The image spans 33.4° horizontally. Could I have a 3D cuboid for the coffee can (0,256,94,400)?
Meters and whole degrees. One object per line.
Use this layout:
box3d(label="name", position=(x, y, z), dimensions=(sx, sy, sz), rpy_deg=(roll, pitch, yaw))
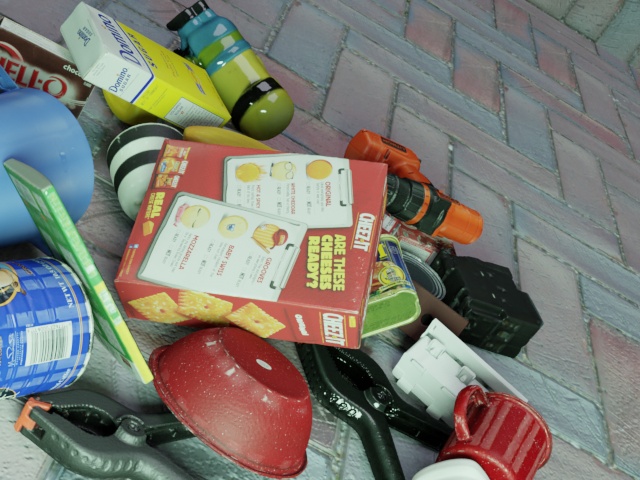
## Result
box3d(label="coffee can", position=(-0.249, 0.068, 0.763), dimensions=(0.140, 0.103, 0.103), rpy_deg=(-7, 48, -51))

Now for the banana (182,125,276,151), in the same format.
box3d(label="banana", position=(-0.044, -0.060, 1.057), dimensions=(0.198, 0.037, 0.069), rpy_deg=(38, 28, 8))

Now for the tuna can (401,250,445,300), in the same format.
box3d(label="tuna can", position=(0.100, 0.051, 1.236), dimensions=(0.086, 0.034, 0.086), rpy_deg=(25, 29, -15))

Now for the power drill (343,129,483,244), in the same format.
box3d(label="power drill", position=(0.098, -0.072, 1.341), dimensions=(0.184, 0.057, 0.188), rpy_deg=(24, 19, -32))

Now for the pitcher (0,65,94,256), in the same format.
box3d(label="pitcher", position=(-0.312, -0.051, 0.853), dimensions=(0.149, 0.145, 0.242), rpy_deg=(34, 29, 19))

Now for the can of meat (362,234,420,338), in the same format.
box3d(label="can of meat", position=(0.046, 0.051, 1.114), dimensions=(0.057, 0.102, 0.084), rpy_deg=(71, 1, -45))

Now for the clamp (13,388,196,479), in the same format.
box3d(label="clamp", position=(-0.145, 0.150, 0.817), dimensions=(0.171, 0.039, 0.120), rpy_deg=(28, 17, -17))

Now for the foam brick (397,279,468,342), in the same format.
box3d(label="foam brick", position=(0.115, 0.086, 1.159), dimensions=(0.078, 0.053, 0.051), rpy_deg=(36, 1, 6))

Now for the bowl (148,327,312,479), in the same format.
box3d(label="bowl", position=(-0.062, 0.122, 0.888), dimensions=(0.162, 0.055, 0.162), rpy_deg=(35, 14, -10))

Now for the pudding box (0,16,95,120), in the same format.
box3d(label="pudding box", position=(-0.294, -0.162, 1.092), dimensions=(0.113, 0.090, 0.039), rpy_deg=(24, 26, -21))

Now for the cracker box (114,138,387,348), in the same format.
box3d(label="cracker box", position=(-0.056, 0.001, 0.957), dimensions=(0.214, 0.072, 0.164), rpy_deg=(7, 56, 9))

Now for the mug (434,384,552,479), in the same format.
box3d(label="mug", position=(0.147, 0.185, 0.952), dimensions=(0.081, 0.093, 0.117), rpy_deg=(-44, 119, -51))

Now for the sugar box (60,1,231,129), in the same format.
box3d(label="sugar box", position=(-0.180, -0.175, 1.116), dimensions=(0.176, 0.048, 0.093), rpy_deg=(27, 25, -47))

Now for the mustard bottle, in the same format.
box3d(label="mustard bottle", position=(-0.163, -0.170, 1.279), dimensions=(0.191, 0.058, 0.096), rpy_deg=(2, 43, -45))

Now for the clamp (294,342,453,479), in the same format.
box3d(label="clamp", position=(0.047, 0.163, 0.999), dimensions=(0.210, 0.036, 0.164), rpy_deg=(43, 28, 10))

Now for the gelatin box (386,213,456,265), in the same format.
box3d(label="gelatin box", position=(0.127, -0.001, 1.350), dimensions=(0.089, 0.030, 0.073), rpy_deg=(24, 29, -18))
